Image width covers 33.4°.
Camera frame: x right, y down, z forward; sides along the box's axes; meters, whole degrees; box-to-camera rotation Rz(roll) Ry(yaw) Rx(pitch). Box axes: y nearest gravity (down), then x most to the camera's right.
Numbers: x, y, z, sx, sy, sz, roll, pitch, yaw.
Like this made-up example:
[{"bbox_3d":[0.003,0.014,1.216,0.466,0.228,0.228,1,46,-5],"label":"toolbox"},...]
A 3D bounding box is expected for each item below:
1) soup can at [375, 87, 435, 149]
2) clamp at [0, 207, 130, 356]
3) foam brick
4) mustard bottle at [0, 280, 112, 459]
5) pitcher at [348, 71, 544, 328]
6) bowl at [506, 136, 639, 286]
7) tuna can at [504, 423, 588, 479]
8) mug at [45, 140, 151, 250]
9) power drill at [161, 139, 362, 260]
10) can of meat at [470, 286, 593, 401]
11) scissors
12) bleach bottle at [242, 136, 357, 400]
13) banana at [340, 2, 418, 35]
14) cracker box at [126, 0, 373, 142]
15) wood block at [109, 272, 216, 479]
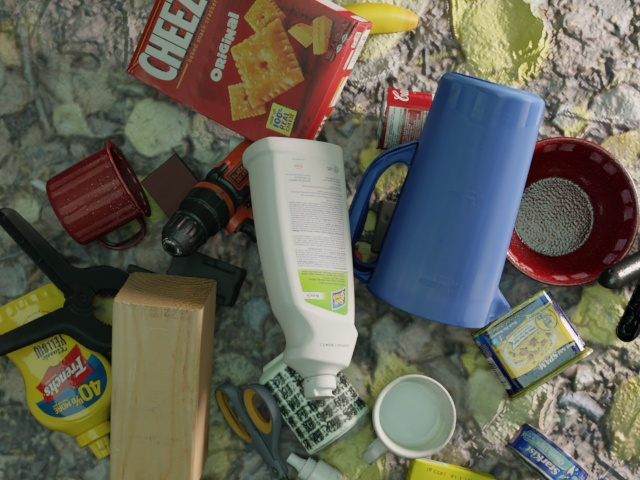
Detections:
[{"bbox_3d":[0.115,-0.126,1.159,0.102,0.068,0.068,7,85,0],"label":"soup can"},{"bbox_3d":[-0.259,0.054,1.121,0.209,0.036,0.164,9,69,-29],"label":"clamp"},{"bbox_3d":[-0.150,-0.047,1.160,0.051,0.053,0.078,-39,87,-3],"label":"foam brick"},{"bbox_3d":[-0.273,0.145,1.141,0.096,0.058,0.191,-27,86,-15],"label":"mustard bottle"},{"bbox_3d":[0.131,-0.045,1.080,0.145,0.148,0.243,27,105,46],"label":"pitcher"},{"bbox_3d":[0.258,-0.029,1.156,0.162,0.055,0.162,0,85,0],"label":"bowl"},{"bbox_3d":[0.237,0.231,1.119,0.086,0.086,0.033,40,84,3],"label":"tuna can"},{"bbox_3d":[-0.235,-0.039,1.150,0.081,0.093,0.117,-28,122,2],"label":"mug"},{"bbox_3d":[-0.057,0.001,1.108,0.187,0.057,0.184,44,47,-7],"label":"power drill"},{"bbox_3d":[0.224,0.110,1.144,0.102,0.057,0.084,-32,83,-3],"label":"can of meat"},{"bbox_3d":[-0.040,0.229,1.127,0.016,0.096,0.202,-33,82,-40],"label":"scissors"},{"bbox_3d":[-0.017,0.029,1.043,0.102,0.068,0.251,3,73,-28],"label":"bleach bottle"},{"bbox_3d":[0.011,-0.221,1.186,0.198,0.037,0.069,-31,112,0],"label":"banana"},{"bbox_3d":[-0.077,-0.203,1.131,0.214,0.072,0.164,29,106,7],"label":"cracker box"},{"bbox_3d":[-0.161,0.146,1.089,0.090,0.090,0.206,6,108,2],"label":"wood block"}]
